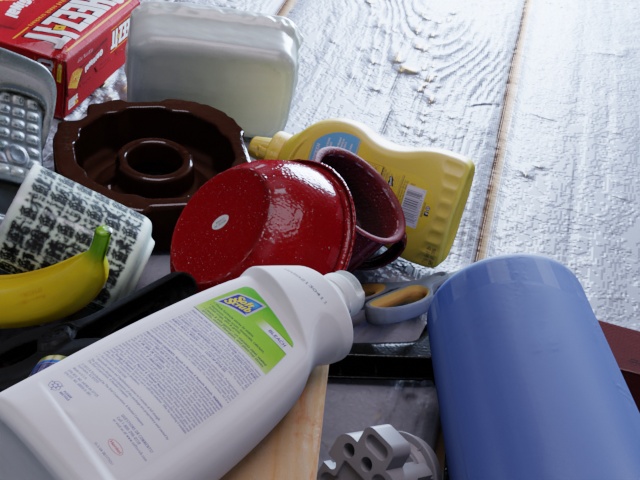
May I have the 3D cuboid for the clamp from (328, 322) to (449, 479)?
[{"bbox_3d":[0.089,0.091,0.779,0.165,0.036,0.209,34,44,24],"label":"clamp"}]

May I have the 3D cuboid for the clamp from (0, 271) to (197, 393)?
[{"bbox_3d":[-0.156,0.068,0.691,0.171,0.039,0.120,-13,16,13],"label":"clamp"}]

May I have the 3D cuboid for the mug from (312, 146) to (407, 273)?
[{"bbox_3d":[0.015,-0.009,0.844,0.117,0.082,0.093,24,39,-33],"label":"mug"}]

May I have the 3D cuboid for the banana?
[{"bbox_3d":[-0.225,0.029,0.728,0.198,0.069,0.037,-8,21,9],"label":"banana"}]

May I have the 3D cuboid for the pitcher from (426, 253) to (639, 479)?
[{"bbox_3d":[0.142,0.131,0.648,0.145,0.149,0.243,-3,45,-4],"label":"pitcher"}]

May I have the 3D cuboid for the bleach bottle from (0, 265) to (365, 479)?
[{"bbox_3d":[-0.055,0.078,0.582,0.103,0.068,0.250,44,42,18],"label":"bleach bottle"}]

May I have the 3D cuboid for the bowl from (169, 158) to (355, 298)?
[{"bbox_3d":[-0.055,0.001,0.760,0.055,0.162,0.162,37,15,-43],"label":"bowl"}]

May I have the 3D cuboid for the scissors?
[{"bbox_3d":[0.074,0.035,0.863,0.096,0.016,0.201,1,12,28],"label":"scissors"}]

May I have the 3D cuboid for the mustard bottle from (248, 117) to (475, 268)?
[{"bbox_3d":[0.027,-0.051,0.904,0.192,0.096,0.058,20,16,15],"label":"mustard bottle"}]

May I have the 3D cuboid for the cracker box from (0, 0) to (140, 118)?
[{"bbox_3d":[-0.309,-0.213,1.051,0.214,0.072,0.164,18,37,8],"label":"cracker box"}]
